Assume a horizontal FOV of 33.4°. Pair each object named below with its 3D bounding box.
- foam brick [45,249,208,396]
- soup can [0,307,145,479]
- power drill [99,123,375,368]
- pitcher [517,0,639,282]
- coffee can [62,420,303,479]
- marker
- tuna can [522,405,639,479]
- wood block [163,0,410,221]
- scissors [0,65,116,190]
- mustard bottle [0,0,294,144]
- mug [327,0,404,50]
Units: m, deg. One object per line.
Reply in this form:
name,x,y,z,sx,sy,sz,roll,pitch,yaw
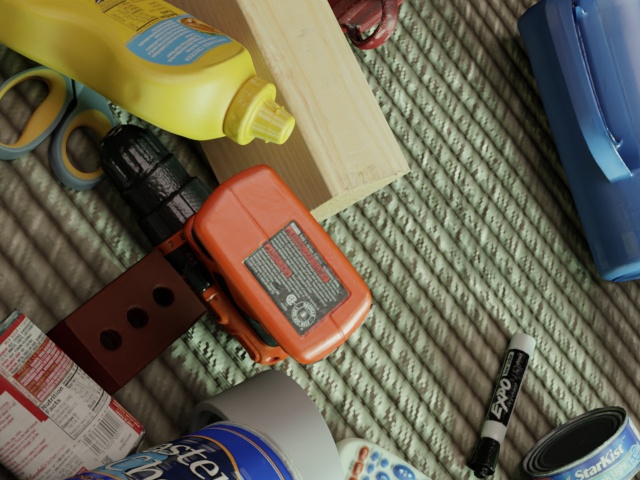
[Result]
foam brick,-0.119,0.052,0.643,0.053,0.051,0.078,51,54,-5
soup can,-0.156,0.096,0.594,0.102,0.069,0.068,46,55,-10
power drill,-0.054,0.001,0.622,0.057,0.188,0.184,-42,102,-13
pitcher,0.251,-0.093,0.885,0.149,0.145,0.243,-10,80,-14
coffee can,-0.084,0.157,0.532,0.140,0.103,0.103,-11,78,-50
marker,0.136,0.123,0.798,0.020,0.020,0.121,36,57,-16
tuna can,0.193,0.158,0.779,0.086,0.086,0.034,-35,94,-36
wood block,-0.037,-0.113,0.726,0.090,0.091,0.206,-22,84,-48
scissors,-0.143,-0.112,0.713,0.096,0.016,0.201,45,55,-12
mustard bottle,-0.101,-0.111,0.649,0.192,0.058,0.096,29,31,11
mug,0.036,-0.201,0.818,0.093,0.082,0.117,2,71,-32
